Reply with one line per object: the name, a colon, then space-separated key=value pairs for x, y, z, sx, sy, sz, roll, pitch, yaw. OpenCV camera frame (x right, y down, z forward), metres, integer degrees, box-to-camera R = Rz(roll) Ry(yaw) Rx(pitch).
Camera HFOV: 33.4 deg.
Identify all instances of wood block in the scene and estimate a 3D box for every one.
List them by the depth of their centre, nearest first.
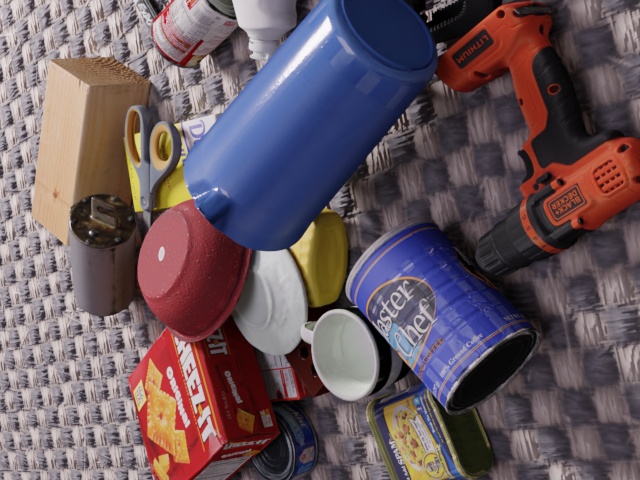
wood block: x=-0.281 y=-0.110 z=1.296 sx=0.091 sy=0.090 sz=0.206 roll=34 pitch=121 yaw=36

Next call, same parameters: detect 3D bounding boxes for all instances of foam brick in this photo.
foam brick: x=0.001 y=0.107 z=1.071 sx=0.078 sy=0.051 sz=0.053 roll=54 pitch=132 yaw=24

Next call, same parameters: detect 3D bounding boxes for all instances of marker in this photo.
marker: x=-0.196 y=-0.259 z=1.224 sx=0.020 sy=0.020 sz=0.121 roll=-46 pitch=65 yaw=42

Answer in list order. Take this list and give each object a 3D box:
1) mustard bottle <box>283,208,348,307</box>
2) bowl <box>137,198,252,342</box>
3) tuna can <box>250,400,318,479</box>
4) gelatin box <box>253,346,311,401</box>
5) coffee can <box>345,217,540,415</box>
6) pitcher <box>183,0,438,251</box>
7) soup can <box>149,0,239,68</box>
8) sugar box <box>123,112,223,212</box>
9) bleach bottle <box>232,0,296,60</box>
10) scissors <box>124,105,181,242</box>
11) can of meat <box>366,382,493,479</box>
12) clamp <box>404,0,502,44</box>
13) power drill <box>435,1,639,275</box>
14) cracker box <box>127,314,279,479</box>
mustard bottle: x=-0.057 y=0.001 z=1.105 sx=0.192 sy=0.058 sz=0.096 roll=16 pitch=112 yaw=44
bowl: x=-0.139 y=0.020 z=1.091 sx=0.162 sy=0.055 sz=0.162 roll=-24 pitch=57 yaw=44
tuna can: x=-0.044 y=0.219 z=1.156 sx=0.086 sy=0.033 sz=0.086 roll=13 pitch=107 yaw=45
gelatin box: x=-0.046 y=0.134 z=1.143 sx=0.089 sy=0.030 sz=0.073 roll=-15 pitch=87 yaw=48
coffee can: x=0.103 y=0.064 z=0.916 sx=0.140 sy=0.102 sz=0.103 roll=49 pitch=130 yaw=28
pitcher: x=-0.004 y=-0.111 z=0.931 sx=0.243 sy=0.144 sz=0.149 roll=-45 pitch=39 yaw=42
soup can: x=-0.125 y=-0.235 z=1.118 sx=0.102 sy=0.068 sz=0.068 roll=-33 pitch=74 yaw=45
sugar box: x=-0.149 y=-0.085 z=1.193 sx=0.177 sy=0.048 sz=0.093 roll=-7 pitch=94 yaw=48
bleach bottle: x=-0.041 y=-0.298 z=1.021 sx=0.103 sy=0.067 sz=0.251 roll=25 pitch=118 yaw=43
scissors: x=-0.181 y=-0.051 z=1.190 sx=0.096 sy=0.016 sz=0.202 roll=3 pitch=104 yaw=44
can of meat: x=0.101 y=0.179 z=0.978 sx=0.084 sy=0.057 sz=0.102 roll=-32 pitch=76 yaw=43
clamp: x=0.121 y=-0.216 z=0.845 sx=0.164 sy=0.036 sz=0.210 roll=23 pitch=152 yaw=1
power drill: x=0.163 y=-0.080 z=0.858 sx=0.185 sy=0.057 sz=0.188 roll=-37 pitch=73 yaw=44
cracker box: x=-0.137 y=0.181 z=1.186 sx=0.214 sy=0.072 sz=0.164 roll=-49 pitch=53 yaw=50
